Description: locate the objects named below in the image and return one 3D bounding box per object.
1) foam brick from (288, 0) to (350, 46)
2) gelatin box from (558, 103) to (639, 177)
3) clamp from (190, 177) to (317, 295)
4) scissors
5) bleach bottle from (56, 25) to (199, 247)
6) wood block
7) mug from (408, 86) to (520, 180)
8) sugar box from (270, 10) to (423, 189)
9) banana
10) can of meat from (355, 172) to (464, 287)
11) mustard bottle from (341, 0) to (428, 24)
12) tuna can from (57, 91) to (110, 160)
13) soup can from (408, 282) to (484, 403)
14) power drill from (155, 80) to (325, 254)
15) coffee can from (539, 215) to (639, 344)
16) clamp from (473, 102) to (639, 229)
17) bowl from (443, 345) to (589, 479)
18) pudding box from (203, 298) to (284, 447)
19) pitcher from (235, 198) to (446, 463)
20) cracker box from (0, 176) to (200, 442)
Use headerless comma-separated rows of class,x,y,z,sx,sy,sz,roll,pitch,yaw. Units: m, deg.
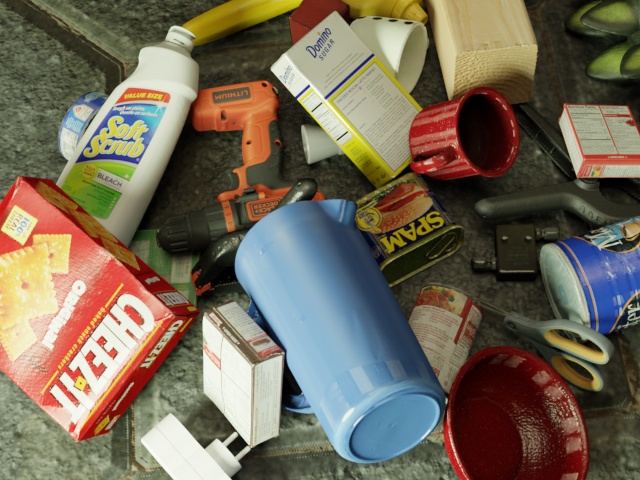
foam brick,0.000,-0.239,1.225,0.051,0.078,0.053,31,70,17
gelatin box,0.298,-0.105,1.125,0.073,0.030,0.089,0,48,-8
clamp,-0.057,0.001,1.091,0.171,0.120,0.039,-22,42,-3
scissors,0.205,0.097,1.062,0.202,0.096,0.016,14,49,46
bleach bottle,-0.204,-0.114,1.138,0.103,0.068,0.251,21,82,13
wood block,0.174,-0.254,1.194,0.090,0.091,0.206,-7,54,0
mug,0.139,-0.101,1.108,0.117,0.082,0.093,-40,108,-33
sugar box,0.039,-0.150,1.146,0.176,0.048,0.093,47,60,-3
banana,-0.082,-0.274,1.259,0.198,0.069,0.037,-21,96,5
can of meat,0.085,-0.012,1.115,0.102,0.057,0.084,-28,61,-10
mustard bottle,0.054,-0.312,1.267,0.096,0.058,0.192,-42,67,-14
tuna can,-0.251,-0.121,1.183,0.034,0.086,0.086,28,69,19
soup can,0.113,0.102,1.048,0.068,0.068,0.102,19,67,14
power drill,-0.097,-0.077,1.159,0.184,0.057,0.188,-9,65,-9
coffee can,0.301,0.032,1.047,0.140,0.103,0.103,-18,63,-4
clamp,0.272,-0.053,1.125,0.210,0.036,0.164,25,58,14
bowl,0.170,0.182,0.988,0.161,0.055,0.162,13,62,-26
pudding box,-0.074,0.127,1.016,0.039,0.113,0.090,-23,45,-29
pitcher,0.013,0.091,1.001,0.145,0.149,0.243,-19,47,-11
cracker box,-0.253,0.065,1.048,0.214,0.072,0.164,40,100,13
